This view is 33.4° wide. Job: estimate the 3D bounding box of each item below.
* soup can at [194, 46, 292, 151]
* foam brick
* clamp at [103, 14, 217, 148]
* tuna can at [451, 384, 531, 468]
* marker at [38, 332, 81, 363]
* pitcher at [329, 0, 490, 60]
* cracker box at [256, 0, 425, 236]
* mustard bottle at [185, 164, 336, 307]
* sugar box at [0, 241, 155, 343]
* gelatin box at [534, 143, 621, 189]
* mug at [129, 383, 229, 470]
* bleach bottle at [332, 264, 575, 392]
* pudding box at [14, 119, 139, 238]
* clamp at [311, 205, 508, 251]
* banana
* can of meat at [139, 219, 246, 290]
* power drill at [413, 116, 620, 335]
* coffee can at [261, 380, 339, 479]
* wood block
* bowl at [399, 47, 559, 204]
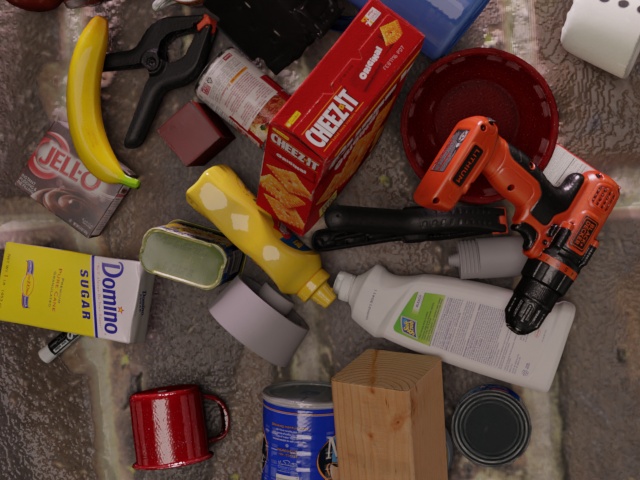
[{"bbox_3d":[-0.078,-0.154,1.160,0.102,0.068,0.068,40,100,5],"label":"soup can"},{"bbox_3d":[-0.135,-0.116,1.169,0.051,0.078,0.053,-39,88,10],"label":"foam brick"},{"bbox_3d":[-0.182,-0.184,1.191,0.172,0.039,0.120,-27,90,16],"label":"clamp"},{"bbox_3d":[0.186,0.201,1.160,0.086,0.033,0.086,1,95,10],"label":"tuna can"},{"bbox_3d":[-0.279,0.100,1.244,0.121,0.020,0.020,-39,88,11],"label":"marker"},{"bbox_3d":[0.053,-0.290,1.101,0.243,0.149,0.145,39,76,2],"label":"pitcher"},{"bbox_3d":[0.015,-0.112,1.049,0.072,0.214,0.164,36,72,4],"label":"cracker box"},{"bbox_3d":[-0.057,0.001,1.154,0.191,0.096,0.058,44,96,5],"label":"mustard bottle"},{"bbox_3d":[-0.279,0.059,1.212,0.176,0.048,0.093,7,88,19],"label":"sugar box"},{"bbox_3d":[0.259,-0.052,1.127,0.089,0.030,0.073,35,99,5],"label":"gelatin box"},{"bbox_3d":[-0.159,0.206,1.204,0.117,0.093,0.081,-7,89,-20],"label":"mug"},{"bbox_3d":[0.137,0.077,1.145,0.251,0.068,0.102,18,95,11],"label":"bleach bottle"},{"bbox_3d":[-0.278,-0.070,1.219,0.113,0.039,0.090,35,99,5],"label":"pudding box"},{"bbox_3d":[0.091,-0.014,1.128,0.209,0.165,0.036,-2,82,-12],"label":"clamp"},{"bbox_3d":[-0.247,-0.145,1.176,0.069,0.037,0.198,-13,88,6],"label":"banana"},{"bbox_3d":[-0.141,0.016,1.179,0.102,0.084,0.057,16,97,8],"label":"can of meat"},{"bbox_3d":[0.187,-0.021,1.061,0.187,0.057,0.184,32,85,-18],"label":"power drill"},{"bbox_3d":[-0.014,0.233,1.165,0.103,0.102,0.140,3,96,10],"label":"coffee can"},{"bbox_3d":[0.076,0.230,1.125,0.090,0.090,0.206,4,108,29],"label":"wood block"},{"bbox_3d":[0.165,-0.122,1.118,0.162,0.055,0.162,1,103,6],"label":"bowl"}]
